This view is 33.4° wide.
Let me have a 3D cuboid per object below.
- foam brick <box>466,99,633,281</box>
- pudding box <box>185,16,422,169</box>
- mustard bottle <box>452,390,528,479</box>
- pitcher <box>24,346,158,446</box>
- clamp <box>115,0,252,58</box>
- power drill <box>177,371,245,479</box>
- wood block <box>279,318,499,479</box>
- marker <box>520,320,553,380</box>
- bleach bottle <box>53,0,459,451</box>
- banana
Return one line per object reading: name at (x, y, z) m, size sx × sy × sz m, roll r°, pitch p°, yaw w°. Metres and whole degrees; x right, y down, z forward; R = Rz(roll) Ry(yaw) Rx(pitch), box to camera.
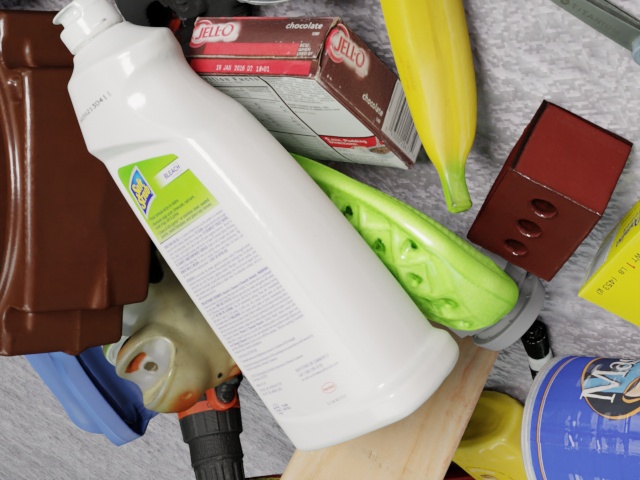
foam brick at (0.118, -0.025, 0.558) m, size 0.053 × 0.051 × 0.078 m, roll 27°, pitch 152°, yaw 6°
pudding box at (-0.005, -0.078, 0.568) m, size 0.090 × 0.039 × 0.113 m, roll 9°, pitch 164°, yaw 35°
mustard bottle at (0.177, 0.195, 0.845) m, size 0.191 × 0.058 × 0.096 m, roll 42°, pitch 152°, yaw -22°
pitcher at (-0.210, 0.050, 0.890) m, size 0.149 × 0.144 × 0.242 m, roll 11°, pitch 143°, yaw 37°
clamp at (-0.075, -0.145, 0.555) m, size 0.120 × 0.039 × 0.172 m, roll 35°, pitch 151°, yaw -13°
power drill at (-0.064, 0.102, 0.826) m, size 0.057 × 0.184 × 0.188 m, roll -3°, pitch 160°, yaw -32°
wood block at (0.045, 0.120, 0.694) m, size 0.090 × 0.206 × 0.091 m, roll 26°, pitch 152°, yaw 8°
marker at (0.156, 0.094, 0.745) m, size 0.020 × 0.020 × 0.121 m, roll 12°, pitch 147°, yaw 30°
bleach bottle at (-0.043, -0.017, 0.531) m, size 0.103 × 0.068 × 0.251 m, roll -30°, pitch 98°, yaw 43°
banana at (0.050, -0.104, 0.486) m, size 0.037 × 0.070 × 0.198 m, roll -21°, pitch 133°, yaw 0°
